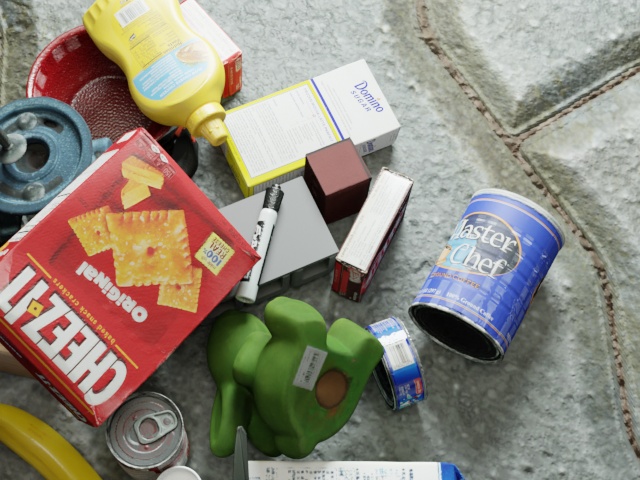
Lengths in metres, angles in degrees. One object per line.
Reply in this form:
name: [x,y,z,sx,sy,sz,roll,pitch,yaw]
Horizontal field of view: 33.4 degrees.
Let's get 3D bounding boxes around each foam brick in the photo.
foam brick: [0.016,-0.060,1.087,0.051,0.078,0.053,-23,70,-11]

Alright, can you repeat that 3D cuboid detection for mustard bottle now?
mustard bottle: [-0.151,-0.173,1.069,0.096,0.058,0.192,-34,75,-5]

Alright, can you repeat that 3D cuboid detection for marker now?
marker: [-0.057,0.001,1.022,0.020,0.020,0.121,14,69,2]

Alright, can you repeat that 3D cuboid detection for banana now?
banana: [-0.245,0.211,0.979,0.198,0.069,0.037,39,110,4]

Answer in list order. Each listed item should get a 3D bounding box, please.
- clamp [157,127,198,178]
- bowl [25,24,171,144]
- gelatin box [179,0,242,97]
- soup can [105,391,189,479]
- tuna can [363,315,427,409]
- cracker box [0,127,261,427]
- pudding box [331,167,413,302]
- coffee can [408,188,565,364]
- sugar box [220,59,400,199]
clamp: [-0.168,-0.050,1.066,0.120,0.039,0.171,16,58,37]
bowl: [-0.222,-0.146,1.118,0.162,0.055,0.162,1,69,-3]
gelatin box: [-0.119,-0.204,1.135,0.030,0.073,0.089,-38,76,-17]
soup can: [-0.155,0.182,0.972,0.068,0.102,0.068,1,69,-3]
tuna can: [0.070,0.117,1.018,0.033,0.086,0.086,-19,72,-9]
cracker box: [-0.182,0.030,0.939,0.213,0.072,0.164,-47,107,-21]
pudding box: [0.051,-0.004,1.061,0.039,0.090,0.113,24,69,6]
coffee can: [0.163,0.035,1.045,0.103,0.103,0.140,29,71,8]
sugar box: [-0.015,-0.117,1.124,0.176,0.048,0.093,-21,72,-14]
